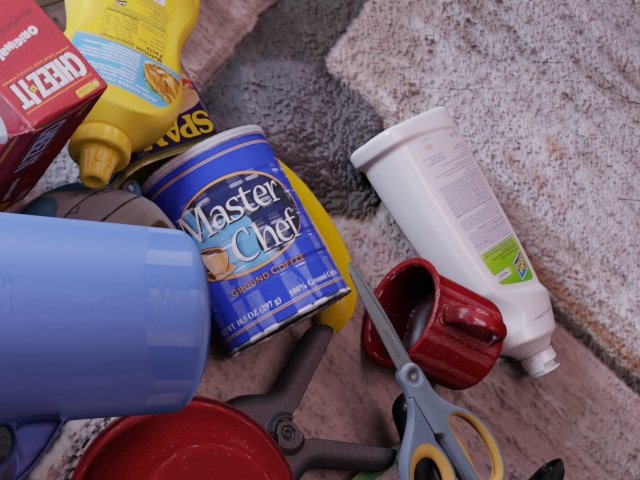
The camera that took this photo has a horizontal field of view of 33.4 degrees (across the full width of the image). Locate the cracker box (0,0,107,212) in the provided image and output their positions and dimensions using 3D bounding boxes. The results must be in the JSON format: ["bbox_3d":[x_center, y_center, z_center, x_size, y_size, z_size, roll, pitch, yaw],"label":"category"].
[{"bbox_3d":[-0.254,-0.125,0.670,0.213,0.164,0.072,50,50,-3],"label":"cracker box"}]

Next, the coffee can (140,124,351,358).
[{"bbox_3d":[-0.055,0.001,0.785,0.102,0.103,0.140,-24,82,-41],"label":"coffee can"}]

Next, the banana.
[{"bbox_3d":[-0.020,-0.007,0.857,0.069,0.037,0.198,-21,80,-40],"label":"banana"}]

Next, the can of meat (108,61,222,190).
[{"bbox_3d":[-0.132,-0.089,0.809,0.101,0.058,0.084,-24,79,-41],"label":"can of meat"}]

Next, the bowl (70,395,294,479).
[{"bbox_3d":[-0.079,0.177,0.679,0.161,0.055,0.162,6,75,-22],"label":"bowl"}]

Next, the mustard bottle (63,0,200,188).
[{"bbox_3d":[-0.141,-0.118,0.742,0.096,0.058,0.191,22,52,-26],"label":"mustard bottle"}]

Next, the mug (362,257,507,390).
[{"bbox_3d":[0.100,0.069,0.855,0.081,0.117,0.093,26,67,-28],"label":"mug"}]

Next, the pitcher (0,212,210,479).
[{"bbox_3d":[-0.188,0.053,0.581,0.242,0.149,0.145,2,28,-23],"label":"pitcher"}]

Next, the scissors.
[{"bbox_3d":[0.059,0.120,0.786,0.201,0.016,0.096,48,61,-9],"label":"scissors"}]

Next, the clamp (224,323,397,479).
[{"bbox_3d":[-0.030,0.131,0.774,0.171,0.039,0.120,-12,70,-36],"label":"clamp"}]

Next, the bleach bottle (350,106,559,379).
[{"bbox_3d":[0.131,0.010,0.940,0.102,0.068,0.251,-27,86,-41],"label":"bleach bottle"}]
